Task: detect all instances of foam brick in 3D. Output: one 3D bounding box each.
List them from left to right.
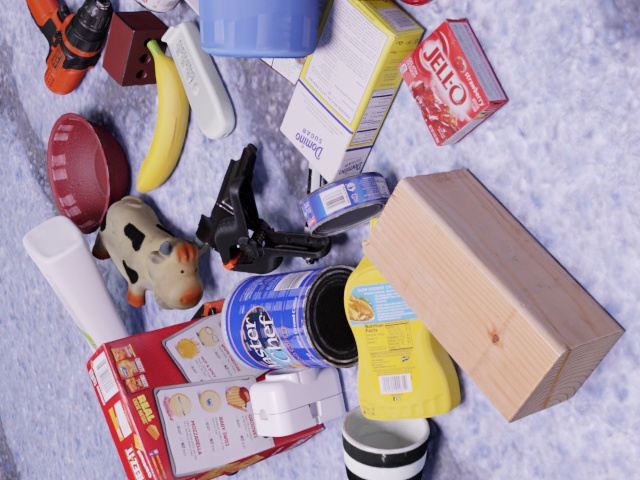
[{"bbox_3d":[-0.225,-0.232,1.294,0.051,0.052,0.078,45,130,33],"label":"foam brick"}]

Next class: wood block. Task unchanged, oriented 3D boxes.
[{"bbox_3d":[0.141,0.042,0.911,0.206,0.090,0.091,51,132,29],"label":"wood block"}]

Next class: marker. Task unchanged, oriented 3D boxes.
[{"bbox_3d":[-0.007,-0.033,1.116,0.020,0.020,0.121,24,117,44],"label":"marker"}]

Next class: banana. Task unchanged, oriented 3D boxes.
[{"bbox_3d":[-0.189,-0.138,1.291,0.070,0.037,0.198,39,127,45],"label":"banana"}]

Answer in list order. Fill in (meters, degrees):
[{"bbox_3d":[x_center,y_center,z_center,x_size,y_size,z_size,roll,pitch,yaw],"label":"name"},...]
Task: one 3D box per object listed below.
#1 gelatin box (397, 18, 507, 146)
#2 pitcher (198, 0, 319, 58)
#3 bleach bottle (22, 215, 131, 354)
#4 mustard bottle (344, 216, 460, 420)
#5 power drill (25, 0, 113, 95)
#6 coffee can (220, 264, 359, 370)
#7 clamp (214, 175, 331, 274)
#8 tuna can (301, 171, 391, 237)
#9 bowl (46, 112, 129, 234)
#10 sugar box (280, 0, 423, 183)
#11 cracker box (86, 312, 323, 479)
[{"bbox_3d":[0.115,-0.139,0.941,0.073,0.030,0.089,-39,70,46],"label":"gelatin box"},{"bbox_3d":[-0.065,-0.289,0.963,0.149,0.144,0.243,5,102,16],"label":"pitcher"},{"bbox_3d":[-0.297,0.093,1.394,0.103,0.068,0.251,36,153,50],"label":"bleach bottle"},{"bbox_3d":[0.072,0.072,1.018,0.096,0.058,0.191,-9,92,30],"label":"mustard bottle"},{"bbox_3d":[-0.345,-0.312,1.410,0.185,0.057,0.188,-43,67,45],"label":"power drill"},{"bbox_3d":[-0.021,0.081,1.098,0.141,0.102,0.103,-9,92,50],"label":"coffee can"},{"bbox_3d":[-0.057,0.001,1.125,0.120,0.039,0.172,38,154,1],"label":"clamp"},{"bbox_3d":[0.026,-0.035,1.028,0.086,0.085,0.034,-32,73,48],"label":"tuna can"},{"bbox_3d":[-0.301,-0.091,1.415,0.162,0.055,0.162,15,111,46],"label":"bowl"},{"bbox_3d":[0.027,-0.152,1.030,0.093,0.048,0.176,49,136,29],"label":"sugar box"},{"bbox_3d":[-0.125,0.172,1.156,0.072,0.213,0.164,-43,67,47],"label":"cracker box"}]
